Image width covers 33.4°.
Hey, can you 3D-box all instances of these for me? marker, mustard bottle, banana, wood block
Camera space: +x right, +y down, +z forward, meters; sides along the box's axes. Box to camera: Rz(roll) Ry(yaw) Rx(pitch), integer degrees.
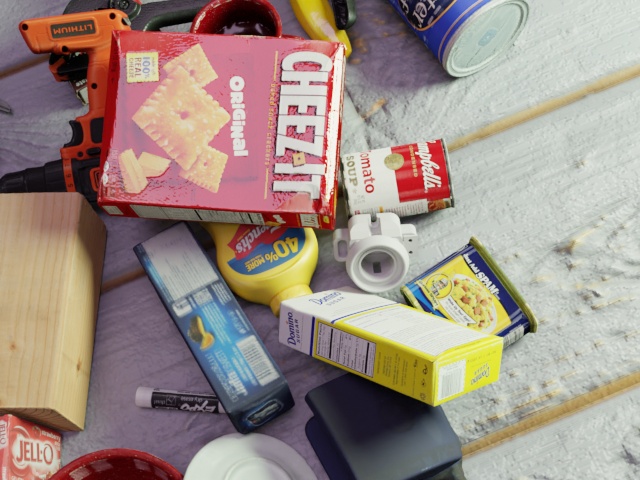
[{"bbox_3d":[-0.110,0.149,0.983,0.121,0.020,0.020,3,68,8],"label":"marker"},{"bbox_3d":[-0.057,0.001,1.016,0.096,0.058,0.192,-25,67,-9],"label":"mustard bottle"},{"bbox_3d":[-0.005,-0.279,1.136,0.069,0.037,0.198,-4,67,6],"label":"banana"},{"bbox_3d":[-0.264,0.067,0.998,0.090,0.091,0.206,-1,67,7],"label":"wood block"}]

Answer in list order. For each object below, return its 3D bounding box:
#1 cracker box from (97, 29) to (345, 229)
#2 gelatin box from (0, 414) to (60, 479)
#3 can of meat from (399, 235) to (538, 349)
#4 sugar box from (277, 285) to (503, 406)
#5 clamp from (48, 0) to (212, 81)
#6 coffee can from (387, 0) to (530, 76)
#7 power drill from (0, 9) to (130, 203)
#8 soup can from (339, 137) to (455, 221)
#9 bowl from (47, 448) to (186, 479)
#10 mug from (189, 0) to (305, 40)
[{"bbox_3d":[-0.088,-0.101,0.971,0.213,0.072,0.164,3,81,3],"label":"cracker box"},{"bbox_3d":[-0.262,0.199,0.942,0.030,0.089,0.073,-12,66,13],"label":"gelatin box"},{"bbox_3d":[0.133,0.061,0.968,0.084,0.057,0.102,-33,67,-4],"label":"can of meat"},{"bbox_3d":[0.057,0.086,0.914,0.177,0.093,0.048,14,107,42],"label":"sugar box"},{"bbox_3d":[-0.189,-0.233,1.100,0.164,0.036,0.210,38,79,9],"label":"clamp"},{"bbox_3d":[0.127,-0.249,1.071,0.102,0.103,0.140,-33,67,-7],"label":"coffee can"},{"bbox_3d":[-0.242,-0.125,1.049,0.184,0.057,0.187,-10,100,-7],"label":"power drill"},{"bbox_3d":[0.073,-0.057,1.018,0.102,0.068,0.068,-9,67,4],"label":"soup can"},{"bbox_3d":[-0.174,0.265,0.920,0.162,0.055,0.162,-1,67,2],"label":"bowl"},{"bbox_3d":[-0.067,-0.190,1.083,0.117,0.081,0.093,-1,68,7],"label":"mug"}]
